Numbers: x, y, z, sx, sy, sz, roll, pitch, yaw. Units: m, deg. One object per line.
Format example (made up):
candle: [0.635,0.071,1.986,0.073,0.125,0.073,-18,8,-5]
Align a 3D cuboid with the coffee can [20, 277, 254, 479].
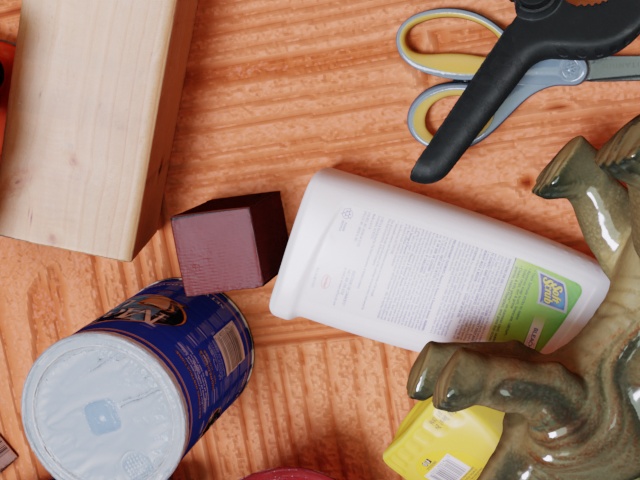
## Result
coffee can: [-0.110,0.089,0.678,0.103,0.140,0.103,3,102,13]

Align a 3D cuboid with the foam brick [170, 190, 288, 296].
foam brick: [-0.054,0.001,0.679,0.053,0.078,0.051,-7,98,14]

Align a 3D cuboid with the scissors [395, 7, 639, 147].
scissors: [0.139,-0.086,0.646,0.202,0.016,0.096,17,102,10]

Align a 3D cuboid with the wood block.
wood block: [-0.135,-0.102,0.664,0.090,0.091,0.206,12,104,0]

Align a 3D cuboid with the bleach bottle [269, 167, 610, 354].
bleach bottle: [0.102,0.039,0.658,0.251,0.068,0.103,20,104,7]

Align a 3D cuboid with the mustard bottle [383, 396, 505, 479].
mustard bottle: [0.138,0.163,0.669,0.191,0.058,0.096,36,136,4]

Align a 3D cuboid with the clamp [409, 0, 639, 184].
clamp: [0.115,-0.148,0.621,0.210,0.036,0.164,-26,82,8]
